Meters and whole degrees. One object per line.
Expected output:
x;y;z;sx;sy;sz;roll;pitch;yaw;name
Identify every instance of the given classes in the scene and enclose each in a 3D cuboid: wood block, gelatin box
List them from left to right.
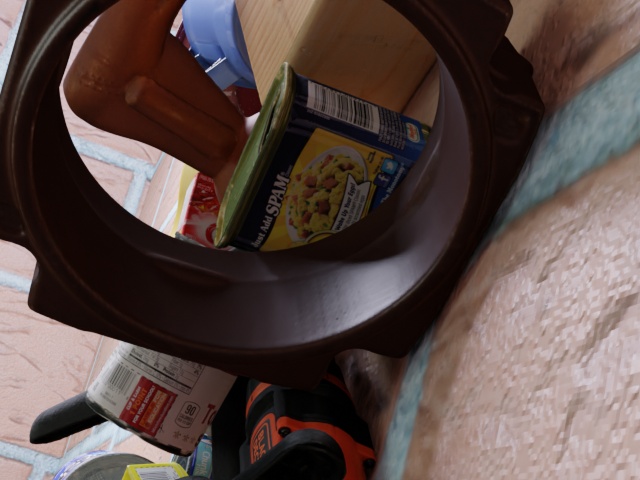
-0.055;0.001;0.738;0.030;0.089;0.073;126;159;-49;gelatin box
0.035;-0.164;0.552;0.206;0.090;0.091;-55;42;49;wood block

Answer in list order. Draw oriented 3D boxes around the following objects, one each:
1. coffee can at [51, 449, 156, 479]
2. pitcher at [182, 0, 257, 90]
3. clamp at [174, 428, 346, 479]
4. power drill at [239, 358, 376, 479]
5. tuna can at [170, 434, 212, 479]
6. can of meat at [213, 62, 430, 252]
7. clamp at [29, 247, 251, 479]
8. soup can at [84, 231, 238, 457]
-0.175;0.226;0.881;0.140;0.102;0.103;149;139;-71;coffee can
-0.038;-0.167;0.823;0.243;0.145;0.149;-132;48;-72;pitcher
-0.047;0.123;0.421;0.120;0.039;0.172;-54;16;-15;clamp
-0.041;0.143;0.514;0.188;0.057;0.184;-61;17;22;power drill
-0.089;0.178;0.747;0.086;0.033;0.086;-161;90;-77;tuna can
0.001;-0.031;0.563;0.057;0.084;0.102;-90;23;-57;can of meat
-0.054;0.086;0.618;0.210;0.165;0.036;-51;-20;1;clamp
-0.073;0.055;0.573;0.102;0.068;0.068;-61;12;-4;soup can
